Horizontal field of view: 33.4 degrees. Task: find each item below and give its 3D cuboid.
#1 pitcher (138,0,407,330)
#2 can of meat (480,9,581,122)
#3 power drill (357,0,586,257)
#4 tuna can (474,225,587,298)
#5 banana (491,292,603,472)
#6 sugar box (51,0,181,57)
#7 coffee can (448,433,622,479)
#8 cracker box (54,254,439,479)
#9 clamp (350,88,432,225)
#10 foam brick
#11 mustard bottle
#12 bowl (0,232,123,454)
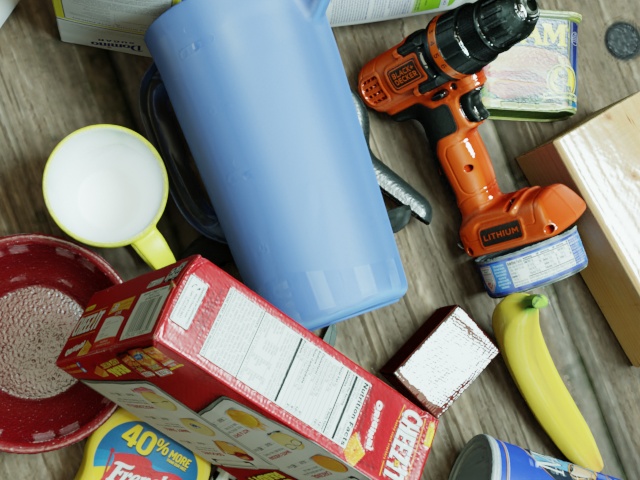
[{"bbox_3d":[-0.034,-0.054,0.766,0.145,0.149,0.243,-18,86,-13],"label":"pitcher"},{"bbox_3d":[0.164,-0.146,0.891,0.102,0.057,0.084,2,87,-9],"label":"can of meat"},{"bbox_3d":[0.129,-0.088,0.827,0.057,0.185,0.187,-33,98,-35],"label":"power drill"},{"bbox_3d":[0.171,0.017,0.862,0.086,0.086,0.034,-21,91,-11],"label":"tuna can"},{"bbox_3d":[0.176,0.109,0.854,0.037,0.070,0.197,-30,122,-5],"label":"banana"},{"bbox_3d":[-0.147,-0.181,0.779,0.093,0.176,0.048,9,85,-10],"label":"sugar box"},{"bbox_3d":[0.176,0.221,0.836,0.140,0.103,0.103,19,82,-8],"label":"coffee can"},{"bbox_3d":[-0.051,0.103,0.730,0.213,0.164,0.072,36,61,-22],"label":"cracker box"},{"bbox_3d":[0.020,-0.069,0.867,0.120,0.039,0.171,-12,91,-10],"label":"clamp"},{"bbox_3d":[0.095,0.097,0.859,0.051,0.053,0.078,45,80,-3],"label":"foam brick"},{"bbox_3d":[-0.138,0.179,0.808,0.096,0.058,0.191,33,80,-9],"label":"mustard bottle"},{"bbox_3d":[-0.217,0.077,0.805,0.162,0.055,0.162,1,85,-10],"label":"bowl"}]
